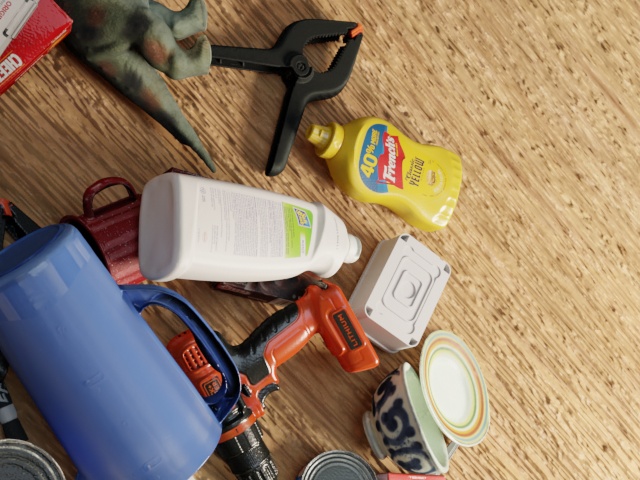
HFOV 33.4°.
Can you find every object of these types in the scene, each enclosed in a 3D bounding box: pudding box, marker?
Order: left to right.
[{"bbox_3d":[-0.298,0.136,0.980,0.020,0.020,0.121,-22,89,-30],"label":"marker"},{"bbox_3d":[-0.053,0.019,1.126,0.113,0.039,0.090,16,69,-24],"label":"pudding box"}]

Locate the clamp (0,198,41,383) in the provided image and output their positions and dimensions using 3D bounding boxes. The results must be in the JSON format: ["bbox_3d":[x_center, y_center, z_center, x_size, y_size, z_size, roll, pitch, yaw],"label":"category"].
[{"bbox_3d":[-0.269,0.044,1.007,0.120,0.039,0.171,-1,76,-46],"label":"clamp"}]

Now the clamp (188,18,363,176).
[{"bbox_3d":[-0.038,-0.193,1.187,0.209,0.036,0.164,-45,101,-25],"label":"clamp"}]

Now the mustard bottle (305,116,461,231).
[{"bbox_3d":[0.067,-0.086,1.198,0.191,0.058,0.096,23,73,-25],"label":"mustard bottle"}]

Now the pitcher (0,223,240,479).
[{"bbox_3d":[-0.192,0.104,0.944,0.243,0.145,0.149,60,38,-20],"label":"pitcher"}]

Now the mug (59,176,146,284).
[{"bbox_3d":[-0.195,-0.006,1.023,0.081,0.093,0.117,-27,120,-35],"label":"mug"}]

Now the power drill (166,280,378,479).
[{"bbox_3d":[-0.038,0.140,1.073,0.187,0.057,0.184,-30,100,-16],"label":"power drill"}]

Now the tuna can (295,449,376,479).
[{"bbox_3d":[0.015,0.261,1.096,0.086,0.034,0.086,7,66,-16],"label":"tuna can"}]

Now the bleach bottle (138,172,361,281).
[{"bbox_3d":[-0.057,0.001,1.048,0.250,0.068,0.102,10,75,-42],"label":"bleach bottle"}]

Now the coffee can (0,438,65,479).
[{"bbox_3d":[-0.280,0.222,0.898,0.102,0.141,0.103,7,74,-26],"label":"coffee can"}]
